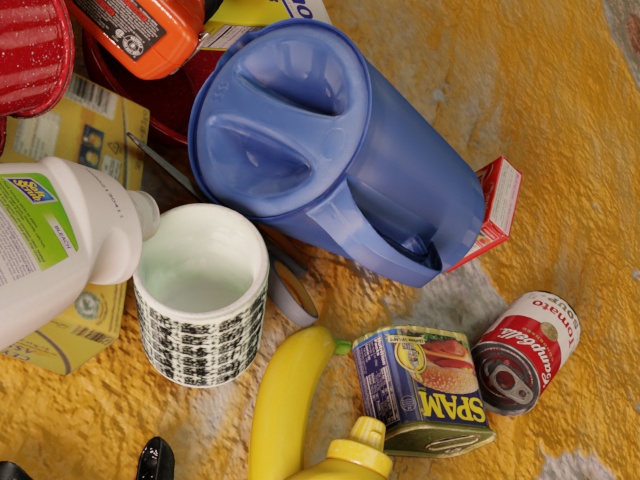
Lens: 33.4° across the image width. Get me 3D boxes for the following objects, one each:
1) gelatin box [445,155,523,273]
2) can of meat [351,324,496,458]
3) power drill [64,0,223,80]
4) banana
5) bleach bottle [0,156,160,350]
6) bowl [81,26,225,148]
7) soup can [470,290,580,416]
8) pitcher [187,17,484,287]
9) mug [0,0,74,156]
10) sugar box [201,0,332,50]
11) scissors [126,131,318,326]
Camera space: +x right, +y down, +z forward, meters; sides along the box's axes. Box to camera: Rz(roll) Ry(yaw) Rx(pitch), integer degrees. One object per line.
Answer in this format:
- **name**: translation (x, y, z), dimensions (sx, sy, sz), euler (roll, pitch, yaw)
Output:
- **gelatin box**: translation (0.133, -0.024, 0.923), dimensions (0.030, 0.073, 0.089), euler (40, 44, -19)
- **can of meat**: translation (0.076, 0.113, 0.797), dimensions (0.101, 0.058, 0.084), euler (13, 54, -39)
- **power drill**: translation (-0.100, -0.200, 0.664), dimensions (0.184, 0.057, 0.187), euler (43, 44, -14)
- **banana**: translation (-0.016, 0.126, 0.715), dimensions (0.069, 0.037, 0.197), euler (36, 45, -21)
- **bleach bottle**: translation (-0.161, 0.013, 0.507), dimensions (0.102, 0.068, 0.250), euler (57, 30, 9)
- **bowl**: translation (-0.111, -0.125, 0.766), dimensions (0.161, 0.055, 0.162), euler (23, 51, -33)
- **soup can**: translation (0.169, 0.092, 0.891), dimensions (0.068, 0.069, 0.102), euler (56, 41, -2)
- **pitcher**: translation (0.031, -0.040, 0.752), dimensions (0.242, 0.145, 0.149), euler (27, 72, -57)
- **mug**: translation (-0.190, -0.089, 0.553), dimensions (0.081, 0.093, 0.117), euler (-29, 130, -53)
- **sugar box**: translation (-0.075, -0.183, 0.758), dimensions (0.175, 0.048, 0.093), euler (-11, 74, -46)
- **scissors**: translation (-0.055, 0.001, 0.708), dimensions (0.201, 0.016, 0.096), euler (33, 26, -58)
